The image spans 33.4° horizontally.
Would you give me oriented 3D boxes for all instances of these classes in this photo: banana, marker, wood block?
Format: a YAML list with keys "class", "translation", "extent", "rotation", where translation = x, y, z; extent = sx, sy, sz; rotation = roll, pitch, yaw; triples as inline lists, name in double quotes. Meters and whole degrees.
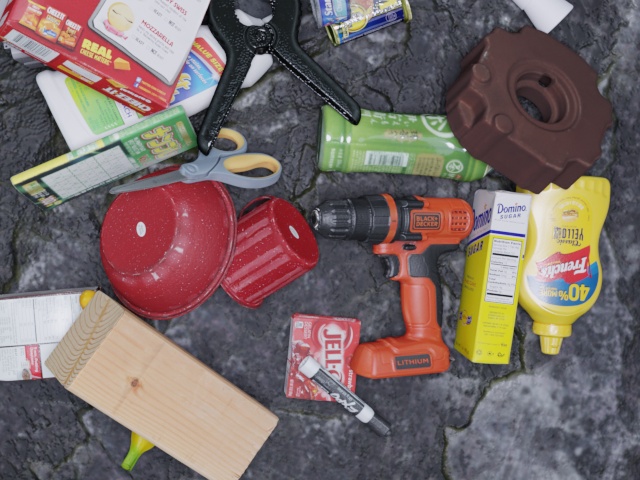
- class: "banana"
  translation: [-0.195, 0.136, 1.100]
  extent: [0.037, 0.069, 0.198]
  rotation: [-3, 106, 34]
- class: "marker"
  translation: [0.027, 0.165, 1.116]
  extent: [0.121, 0.020, 0.020]
  rotation: [41, 89, -10]
- class: "wood block"
  translation: [-0.154, 0.149, 1.054]
  extent: [0.206, 0.090, 0.091]
  rotation: [40, 81, -28]

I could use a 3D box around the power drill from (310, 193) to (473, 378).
- class: "power drill"
  translation: [0.073, 0.045, 1.101]
  extent: [0.184, 0.057, 0.188]
  rotation: [-1, 97, -25]

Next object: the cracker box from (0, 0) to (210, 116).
- class: "cracker box"
  translation: [-0.185, -0.248, 0.993]
  extent: [0.164, 0.072, 0.213]
  rotation: [26, 75, -27]

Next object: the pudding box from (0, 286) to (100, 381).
- class: "pudding box"
  translation: [-0.280, 0.097, 1.105]
  extent: [0.113, 0.039, 0.090]
  rotation: [-4, 93, -7]

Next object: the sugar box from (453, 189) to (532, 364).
- class: "sugar box"
  translation: [0.178, 0.035, 1.114]
  extent: [0.048, 0.093, 0.176]
  rotation: [4, 93, -6]

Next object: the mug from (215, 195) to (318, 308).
- class: "mug"
  translation: [-0.057, 0.001, 1.087]
  extent: [0.082, 0.117, 0.093]
  rotation: [-31, 131, 22]

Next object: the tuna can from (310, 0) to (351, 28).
- class: "tuna can"
  translation: [0.004, -0.251, 1.029]
  extent: [0.033, 0.086, 0.086]
  rotation: [-13, 95, -1]

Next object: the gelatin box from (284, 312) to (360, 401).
- class: "gelatin box"
  translation: [0.002, 0.124, 1.135]
  extent: [0.073, 0.030, 0.089]
  rotation: [5, 94, -7]

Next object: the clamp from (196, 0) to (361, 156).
- class: "clamp"
  translation: [-0.067, -0.189, 1.050]
  extent: [0.164, 0.036, 0.210]
  rotation: [-19, 88, -8]

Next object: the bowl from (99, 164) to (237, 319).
- class: "bowl"
  translation: [-0.164, -0.005, 1.057]
  extent: [0.162, 0.055, 0.162]
  rotation: [-8, 74, 26]

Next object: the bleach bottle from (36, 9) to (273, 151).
- class: "bleach bottle"
  translation: [-0.153, -0.175, 1.087]
  extent: [0.250, 0.068, 0.102]
  rotation: [-26, 93, -6]

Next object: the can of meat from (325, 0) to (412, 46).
- class: "can of meat"
  translation: [0.037, -0.260, 1.100]
  extent: [0.084, 0.057, 0.102]
  rotation: [-21, 95, -1]

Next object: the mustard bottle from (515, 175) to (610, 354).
- class: "mustard bottle"
  translation: [0.252, 0.025, 1.137]
  extent: [0.096, 0.058, 0.191]
  rotation: [3, 94, -10]

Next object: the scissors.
- class: "scissors"
  translation: [-0.131, -0.079, 1.056]
  extent: [0.201, 0.096, 0.016]
  rotation: [-3, 134, -35]
